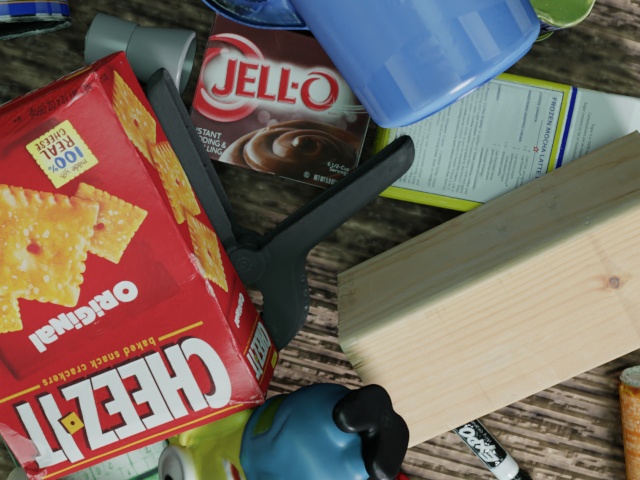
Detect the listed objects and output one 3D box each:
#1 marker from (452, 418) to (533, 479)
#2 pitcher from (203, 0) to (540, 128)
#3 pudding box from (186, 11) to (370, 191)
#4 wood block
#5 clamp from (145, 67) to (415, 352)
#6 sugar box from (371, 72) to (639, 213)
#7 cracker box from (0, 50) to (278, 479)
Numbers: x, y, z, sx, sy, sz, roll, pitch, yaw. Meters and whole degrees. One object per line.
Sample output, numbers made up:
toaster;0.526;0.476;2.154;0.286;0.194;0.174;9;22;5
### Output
marker;0.108;0.135;0.723;0.020;0.020;0.121;-42;97;2
pitcher;0.007;-0.182;0.586;0.144;0.149;0.243;-39;101;-28
pudding box;-0.024;-0.087;0.679;0.113;0.039;0.090;14;96;-4
wood block;0.121;0.031;0.645;0.206;0.090;0.090;-26;114;13
clamp;-0.054;0.001;0.667;0.164;0.036;0.210;22;111;-4
sugar box;0.125;-0.060;0.688;0.176;0.048;0.093;11;98;-8
cracker box;-0.144;0.021;0.627;0.164;0.072;0.213;-22;106;13
